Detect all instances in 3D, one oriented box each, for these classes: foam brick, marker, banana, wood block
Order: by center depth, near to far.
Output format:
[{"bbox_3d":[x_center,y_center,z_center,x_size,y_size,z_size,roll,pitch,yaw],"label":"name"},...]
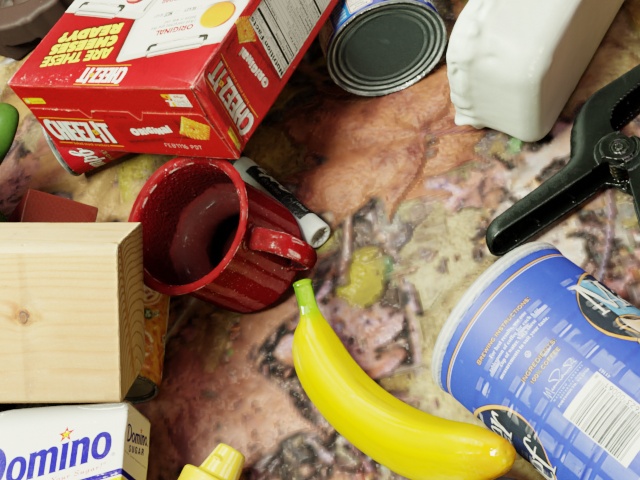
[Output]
[{"bbox_3d":[0.035,0.095,0.613,0.037,0.069,0.198,-23,37,-28],"label":"banana"},{"bbox_3d":[-0.211,0.040,0.616,0.206,0.090,0.091,0,100,0],"label":"wood block"},{"bbox_3d":[-0.194,0.013,0.749,0.051,0.053,0.078,-39,39,51],"label":"foam brick"},{"bbox_3d":[-0.038,-0.036,0.750,0.020,0.020,0.121,-43,56,-7],"label":"marker"}]

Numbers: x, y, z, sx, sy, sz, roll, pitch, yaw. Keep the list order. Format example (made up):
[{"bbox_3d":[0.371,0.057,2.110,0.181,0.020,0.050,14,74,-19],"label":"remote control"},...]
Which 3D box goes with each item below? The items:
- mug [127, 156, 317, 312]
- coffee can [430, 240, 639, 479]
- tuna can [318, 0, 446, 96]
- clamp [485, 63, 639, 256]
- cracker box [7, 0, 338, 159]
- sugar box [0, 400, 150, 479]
[{"bbox_3d":[-0.054,0.001,0.686,0.117,0.081,0.093,6,77,32],"label":"mug"},{"bbox_3d":[0.143,0.080,0.564,0.102,0.102,0.140,-44,56,-8],"label":"coffee can"},{"bbox_3d":[0.042,-0.143,0.743,0.086,0.086,0.034,-22,54,7],"label":"tuna can"},{"bbox_3d":[0.176,-0.045,0.664,0.120,0.039,0.171,11,59,21],"label":"clamp"},{"bbox_3d":[-0.079,-0.154,0.712,0.164,0.072,0.213,6,54,35],"label":"cracker box"},{"bbox_3d":[-0.147,0.178,0.577,0.093,0.048,0.176,-7,62,10],"label":"sugar box"}]
